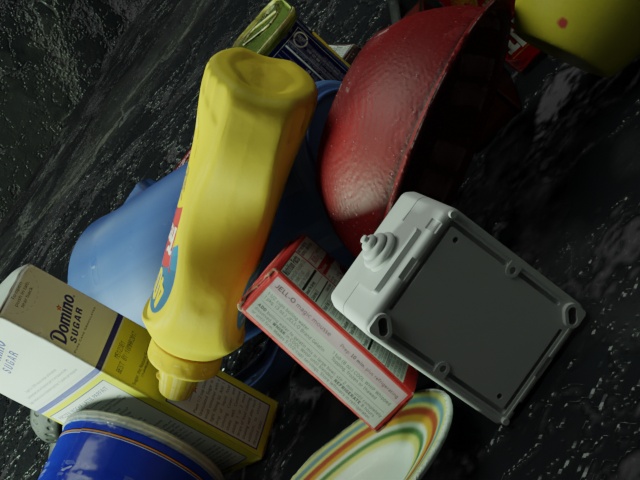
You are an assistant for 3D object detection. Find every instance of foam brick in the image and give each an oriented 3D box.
[{"bbox_3d":[0.071,-0.094,0.632,0.051,0.078,0.053,-45,20,26],"label":"foam brick"}]

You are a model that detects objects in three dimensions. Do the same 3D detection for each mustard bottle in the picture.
[{"bbox_3d":[-0.054,0.001,0.562,0.096,0.058,0.192,-98,24,-67],"label":"mustard bottle"}]

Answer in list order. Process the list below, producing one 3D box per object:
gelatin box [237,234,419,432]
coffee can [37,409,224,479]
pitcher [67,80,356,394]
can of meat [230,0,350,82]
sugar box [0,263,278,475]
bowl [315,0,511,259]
[{"bbox_3d":[0.007,0.042,0.515,0.030,0.089,0.073,-48,2,17],"label":"gelatin box"},{"bbox_3d":[-0.126,0.181,0.599,0.103,0.102,0.140,-28,33,51],"label":"coffee can"},{"bbox_3d":[-0.048,0.007,0.694,0.243,0.149,0.144,-30,16,43],"label":"pitcher"},{"bbox_3d":[-0.013,-0.117,0.741,0.057,0.084,0.102,-47,19,8],"label":"can of meat"},{"bbox_3d":[-0.123,0.085,0.637,0.094,0.176,0.048,-33,29,46],"label":"sugar box"},{"bbox_3d":[0.042,-0.055,0.548,0.162,0.055,0.162,-58,-17,-29],"label":"bowl"}]
